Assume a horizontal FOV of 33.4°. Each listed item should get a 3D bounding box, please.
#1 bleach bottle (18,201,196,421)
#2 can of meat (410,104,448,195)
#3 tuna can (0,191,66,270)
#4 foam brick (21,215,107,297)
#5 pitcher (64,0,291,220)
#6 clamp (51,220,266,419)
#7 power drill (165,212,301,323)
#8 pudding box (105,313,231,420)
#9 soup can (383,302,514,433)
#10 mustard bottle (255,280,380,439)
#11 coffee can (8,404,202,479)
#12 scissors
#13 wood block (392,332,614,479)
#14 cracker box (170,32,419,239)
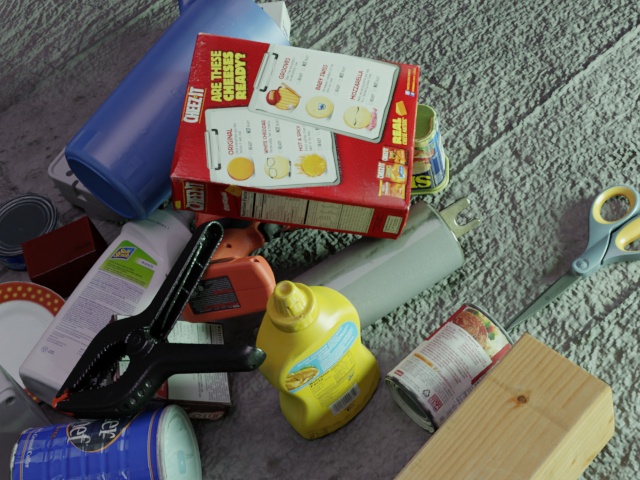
[{"bbox_3d":[-0.192,0.059,1.075,0.103,0.068,0.250,23,59,13],"label":"bleach bottle"},{"bbox_3d":[0.076,-0.092,1.092,0.102,0.084,0.057,-4,55,13],"label":"can of meat"},{"bbox_3d":[-0.325,-0.010,1.180,0.086,0.033,0.086,-8,54,10],"label":"tuna can"},{"bbox_3d":[-0.267,0.021,1.131,0.078,0.051,0.053,-23,53,0],"label":"foam brick"},{"bbox_3d":[-0.138,-0.133,1.105,0.149,0.145,0.242,25,68,38],"label":"pitcher"},{"bbox_3d":[-0.146,0.083,0.925,0.210,0.036,0.164,-30,47,18],"label":"clamp"},{"bbox_3d":[-0.057,0.001,1.034,0.185,0.057,0.187,-13,24,22],"label":"power drill"},{"bbox_3d":[-0.143,0.118,0.997,0.113,0.039,0.090,9,52,-25],"label":"pudding box"},{"bbox_3d":[0.115,0.113,0.945,0.102,0.068,0.069,-41,55,-13],"label":"soup can"},{"bbox_3d":[-0.007,0.093,0.915,0.096,0.191,0.058,-39,54,-13],"label":"mustard bottle"},{"bbox_3d":[-0.187,0.206,0.943,0.140,0.103,0.103,-10,53,9],"label":"coffee can"},{"bbox_3d":[0.245,0.009,1.014,0.201,0.016,0.096,-25,51,-2],"label":"scissors"},{"bbox_3d":[0.140,0.190,0.869,0.091,0.090,0.206,34,70,33],"label":"wood block"},{"bbox_3d":[-0.021,-0.096,0.992,0.213,0.072,0.164,7,61,-2],"label":"cracker box"}]
